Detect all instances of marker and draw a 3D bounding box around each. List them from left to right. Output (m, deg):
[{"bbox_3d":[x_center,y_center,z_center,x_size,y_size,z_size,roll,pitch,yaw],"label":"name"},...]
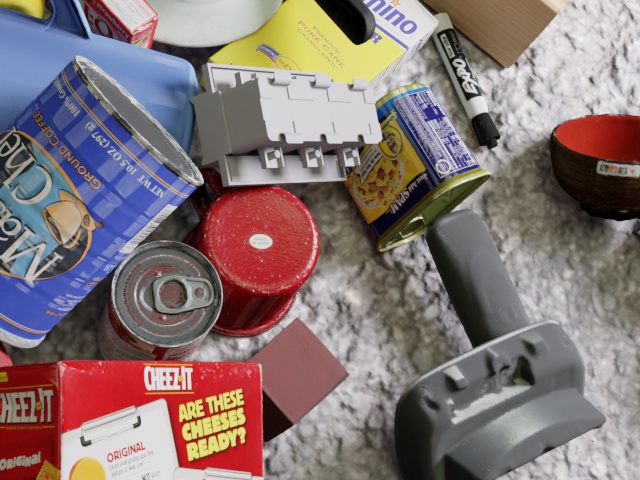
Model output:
[{"bbox_3d":[0.118,-0.130,0.872,0.020,0.020,0.121,-15,75,-22],"label":"marker"}]

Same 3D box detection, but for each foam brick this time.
[{"bbox_3d":[-0.026,0.094,0.710,0.053,0.078,0.051,-39,86,-26],"label":"foam brick"}]

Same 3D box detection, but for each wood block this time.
[{"bbox_3d":[0.115,-0.253,0.879,0.206,0.091,0.090,39,63,1],"label":"wood block"}]

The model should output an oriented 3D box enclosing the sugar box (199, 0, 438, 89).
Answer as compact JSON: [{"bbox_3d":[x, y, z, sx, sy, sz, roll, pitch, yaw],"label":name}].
[{"bbox_3d":[0.002,-0.147,0.828,0.093,0.048,0.176,45,65,3],"label":"sugar box"}]

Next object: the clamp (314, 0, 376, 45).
[{"bbox_3d":[-0.024,-0.222,0.808,0.164,0.036,0.209,23,39,-4],"label":"clamp"}]

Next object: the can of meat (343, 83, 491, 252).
[{"bbox_3d":[0.061,-0.053,0.780,0.057,0.102,0.084,-20,73,-40],"label":"can of meat"}]

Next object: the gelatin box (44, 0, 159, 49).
[{"bbox_3d":[-0.160,-0.167,0.770,0.089,0.073,0.030,47,63,4],"label":"gelatin box"}]

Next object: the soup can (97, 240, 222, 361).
[{"bbox_3d":[-0.106,0.049,0.688,0.068,0.102,0.068,6,68,-15],"label":"soup can"}]

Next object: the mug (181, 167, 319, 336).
[{"bbox_3d":[-0.055,0.001,0.734,0.093,0.082,0.117,-25,79,-24],"label":"mug"}]

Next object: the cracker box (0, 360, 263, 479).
[{"bbox_3d":[-0.105,0.176,0.595,0.163,0.072,0.214,10,75,-54],"label":"cracker box"}]

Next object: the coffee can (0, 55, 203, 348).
[{"bbox_3d":[-0.153,-0.022,0.619,0.140,0.102,0.103,-43,86,5],"label":"coffee can"}]

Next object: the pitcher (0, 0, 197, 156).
[{"bbox_3d":[-0.206,-0.101,0.696,0.242,0.149,0.145,10,67,-17],"label":"pitcher"}]
